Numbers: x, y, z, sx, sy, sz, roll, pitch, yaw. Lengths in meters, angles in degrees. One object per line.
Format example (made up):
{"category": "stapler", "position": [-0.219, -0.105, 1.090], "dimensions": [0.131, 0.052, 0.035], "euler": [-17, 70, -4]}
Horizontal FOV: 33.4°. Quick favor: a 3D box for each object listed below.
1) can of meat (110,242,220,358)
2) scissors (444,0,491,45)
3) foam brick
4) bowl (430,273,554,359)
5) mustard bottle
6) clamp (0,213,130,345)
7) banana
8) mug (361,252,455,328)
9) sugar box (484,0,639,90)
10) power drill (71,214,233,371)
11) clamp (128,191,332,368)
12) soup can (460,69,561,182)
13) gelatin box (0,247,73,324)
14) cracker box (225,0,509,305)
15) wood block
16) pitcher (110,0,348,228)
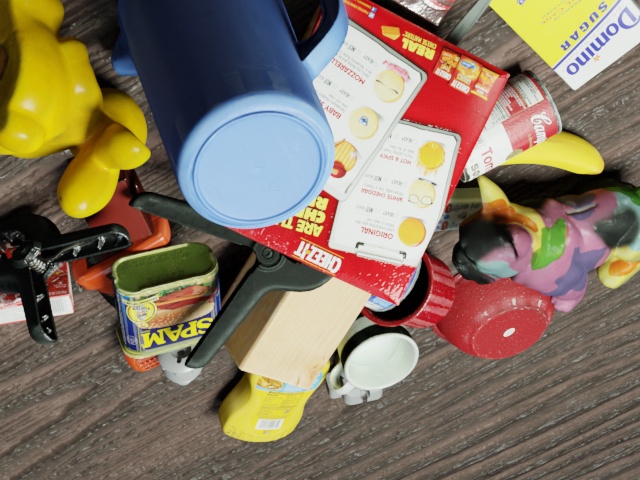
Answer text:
{"category": "can of meat", "position": [-0.143, 0.054, 0.998], "dimensions": [0.102, 0.057, 0.084], "euler": [-13, 134, -16]}
{"category": "scissors", "position": [0.084, -0.160, 0.941], "dimensions": [0.096, 0.016, 0.202], "euler": [2, 146, -12]}
{"category": "foam brick", "position": [-0.189, -0.039, 0.969], "dimensions": [0.051, 0.053, 0.078], "euler": [-19, 139, 0]}
{"category": "bowl", "position": [0.212, 0.089, 1.251], "dimensions": [0.162, 0.055, 0.162], "euler": [-10, 137, -10]}
{"category": "mustard bottle", "position": [-0.043, 0.153, 1.222], "dimensions": [0.096, 0.058, 0.192], "euler": [6, 133, -27]}
{"category": "clamp", "position": [-0.253, 0.027, 0.939], "dimensions": [0.172, 0.120, 0.039], "euler": [8, 145, 39]}
{"category": "banana", "position": [0.206, -0.088, 1.079], "dimensions": [0.197, 0.037, 0.070], "euler": [-4, 155, -14]}
{"category": "mug", "position": [0.082, 0.048, 1.136], "dimensions": [0.117, 0.093, 0.081], "euler": [5, 173, 30]}
{"category": "sugar box", "position": [0.212, -0.212, 0.938], "dimensions": [0.093, 0.048, 0.176], "euler": [-38, 133, 23]}
{"category": "power drill", "position": [-0.147, 0.046, 1.072], "dimensions": [0.184, 0.057, 0.187], "euler": [-27, 137, 4]}
{"category": "clamp", "position": [-0.056, 0.001, 0.941], "dimensions": [0.210, 0.036, 0.164], "euler": [-25, 103, -2]}
{"category": "soup can", "position": [0.165, -0.107, 1.006], "dimensions": [0.102, 0.068, 0.068], "euler": [-28, 138, -1]}
{"category": "gelatin box", "position": [-0.281, 0.040, 1.004], "dimensions": [0.089, 0.073, 0.030], "euler": [-9, 136, -10]}
{"category": "cracker box", "position": [0.033, -0.079, 0.889], "dimensions": [0.164, 0.072, 0.214], "euler": [25, 93, -10]}
{"category": "wood block", "position": [-0.008, 0.029, 1.037], "dimensions": [0.090, 0.090, 0.206], "euler": [22, 107, -37]}
{"category": "pitcher", "position": [-0.061, -0.125, 0.784], "dimensions": [0.144, 0.243, 0.149], "euler": [8, 125, -25]}
